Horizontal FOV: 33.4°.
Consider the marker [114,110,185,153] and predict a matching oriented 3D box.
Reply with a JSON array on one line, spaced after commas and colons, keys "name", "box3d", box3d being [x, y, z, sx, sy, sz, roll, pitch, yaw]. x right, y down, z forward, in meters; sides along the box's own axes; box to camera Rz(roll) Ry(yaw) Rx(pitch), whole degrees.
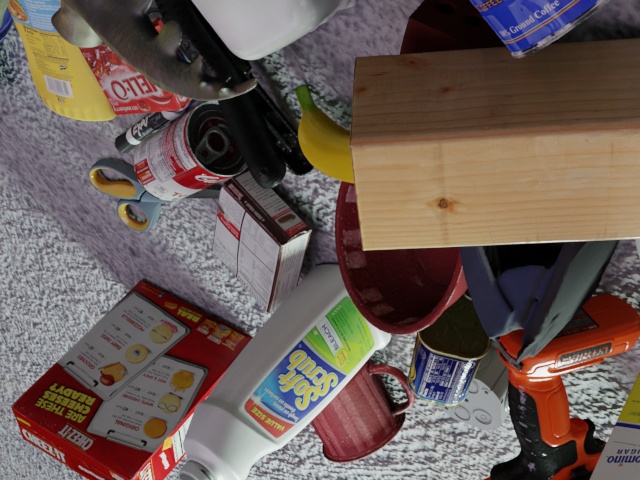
[{"name": "marker", "box3d": [-0.163, -0.107, 1.004, 0.020, 0.020, 0.121, 50, 144, -13]}]

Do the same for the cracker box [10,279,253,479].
[{"name": "cracker box", "box3d": [-0.195, 0.160, 1.150, 0.164, 0.213, 0.072, 25, 142, 23]}]

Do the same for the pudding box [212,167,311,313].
[{"name": "pudding box", "box3d": [-0.057, 0.001, 0.987, 0.090, 0.039, 0.114, 45, 150, 21]}]

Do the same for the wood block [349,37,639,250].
[{"name": "wood block", "box3d": [0.126, -0.058, 0.649, 0.206, 0.090, 0.091, -2, 133, 8]}]

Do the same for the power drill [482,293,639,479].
[{"name": "power drill", "box3d": [0.207, 0.138, 0.831, 0.057, 0.184, 0.188, -124, 24, -61]}]

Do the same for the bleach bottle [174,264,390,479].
[{"name": "bleach bottle", "box3d": [-0.037, 0.134, 0.942, 0.068, 0.250, 0.102, 1, 129, 43]}]

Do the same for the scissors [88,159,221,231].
[{"name": "scissors", "box3d": [-0.154, -0.035, 1.077, 0.202, 0.016, 0.096, 17, 140, 31]}]

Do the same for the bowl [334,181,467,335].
[{"name": "bowl", "box3d": [0.077, -0.010, 0.812, 0.162, 0.055, 0.162, 2, 92, 57]}]

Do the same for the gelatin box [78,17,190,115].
[{"name": "gelatin box", "box3d": [-0.152, -0.143, 0.885, 0.089, 0.030, 0.073, 3, 130, 42]}]

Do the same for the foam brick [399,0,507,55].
[{"name": "foam brick", "box3d": [0.099, -0.127, 0.709, 0.078, 0.053, 0.051, 27, 143, 17]}]

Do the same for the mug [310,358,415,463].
[{"name": "mug", "box3d": [0.035, 0.154, 1.045, 0.117, 0.093, 0.081, -19, 111, 27]}]

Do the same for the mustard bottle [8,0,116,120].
[{"name": "mustard bottle", "box3d": [-0.231, -0.199, 0.937, 0.096, 0.058, 0.191, 20, 140, 29]}]

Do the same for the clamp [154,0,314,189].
[{"name": "clamp", "box3d": [-0.073, -0.127, 0.822, 0.036, 0.164, 0.210, -33, 98, 10]}]

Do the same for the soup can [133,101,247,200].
[{"name": "soup can", "box3d": [-0.114, -0.078, 0.948, 0.102, 0.068, 0.068, -18, 115, 51]}]

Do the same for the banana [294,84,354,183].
[{"name": "banana", "box3d": [0.033, -0.074, 0.784, 0.198, 0.037, 0.069, 17, 124, 54]}]

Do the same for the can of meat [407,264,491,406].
[{"name": "can of meat", "box3d": [0.107, 0.073, 0.870, 0.057, 0.102, 0.084, 13, 143, 4]}]
